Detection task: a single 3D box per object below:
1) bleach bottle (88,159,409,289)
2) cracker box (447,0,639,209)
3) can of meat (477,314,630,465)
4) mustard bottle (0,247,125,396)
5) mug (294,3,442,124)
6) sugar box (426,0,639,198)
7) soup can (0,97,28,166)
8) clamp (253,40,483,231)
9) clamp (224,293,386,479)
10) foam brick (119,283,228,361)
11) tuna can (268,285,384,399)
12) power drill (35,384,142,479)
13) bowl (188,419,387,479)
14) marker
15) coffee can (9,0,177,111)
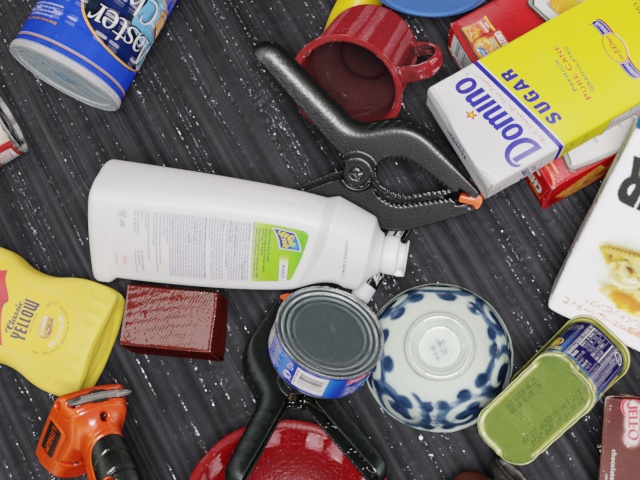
[{"bbox_3d":[-0.056,0.001,0.856,0.251,0.103,0.068,9,39,5],"label":"bleach bottle"},{"bbox_3d":[0.237,-0.149,0.881,0.213,0.072,0.164,-28,76,-3],"label":"cracker box"},{"bbox_3d":[0.172,0.113,0.793,0.057,0.083,0.102,46,121,13],"label":"can of meat"},{"bbox_3d":[-0.265,0.056,0.881,0.192,0.058,0.096,19,83,10],"label":"mustard bottle"},{"bbox_3d":[0.043,-0.143,0.872,0.117,0.093,0.081,-5,32,25],"label":"mug"},{"bbox_3d":[0.179,-0.116,0.815,0.176,0.048,0.093,-30,78,-4],"label":"sugar box"},{"bbox_3d":[-0.313,-0.081,0.914,0.102,0.068,0.068,-29,76,-2],"label":"soup can"},{"bbox_3d":[0.028,-0.069,0.850,0.210,0.036,0.165,9,117,11],"label":"clamp"},{"bbox_3d":[-0.028,0.121,0.825,0.120,0.039,0.171,-4,51,-21],"label":"clamp"},{"bbox_3d":[-0.118,0.067,0.868,0.078,0.053,0.051,5,77,6],"label":"foam brick"},{"bbox_3d":[0.003,0.078,0.820,0.086,0.034,0.086,10,47,-12],"label":"tuna can"},{"bbox_3d":[-0.156,0.218,0.800,0.057,0.185,0.188,-8,55,-36],"label":"power drill"},{"bbox_3d":[-0.025,0.217,0.802,0.162,0.055,0.162,5,47,-6],"label":"bowl"},{"bbox_3d":[0.048,0.021,0.882,0.020,0.020,0.121,29,80,11],"label":"marker"},{"bbox_3d":[-0.186,-0.197,0.913,0.103,0.103,0.140,25,79,10],"label":"coffee can"}]
